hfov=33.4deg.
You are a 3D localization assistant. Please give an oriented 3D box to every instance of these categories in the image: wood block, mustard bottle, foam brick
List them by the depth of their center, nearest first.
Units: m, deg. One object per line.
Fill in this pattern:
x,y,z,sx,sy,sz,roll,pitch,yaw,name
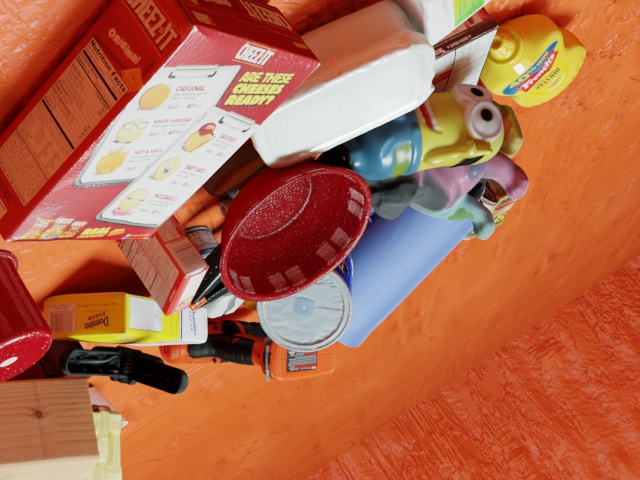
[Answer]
-0.323,0.191,0.999,0.205,0.091,0.090,0,145,-26,wood block
-0.280,0.129,1.090,0.051,0.053,0.078,-41,160,18,foam brick
0.220,-0.196,1.147,0.096,0.058,0.191,-42,160,21,mustard bottle

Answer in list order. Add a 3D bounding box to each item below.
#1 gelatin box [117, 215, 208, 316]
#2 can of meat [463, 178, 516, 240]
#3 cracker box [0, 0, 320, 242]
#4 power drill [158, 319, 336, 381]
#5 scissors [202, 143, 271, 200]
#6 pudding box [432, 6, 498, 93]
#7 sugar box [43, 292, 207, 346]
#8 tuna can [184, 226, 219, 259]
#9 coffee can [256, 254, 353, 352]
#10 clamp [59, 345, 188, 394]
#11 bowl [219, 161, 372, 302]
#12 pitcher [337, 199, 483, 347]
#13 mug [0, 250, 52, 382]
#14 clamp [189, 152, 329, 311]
-0.145,0.013,0.978,0.030,0.089,0.073,-24,159,-35,gelatin box
0.237,-0.057,1.536,0.101,0.057,0.084,-23,156,-35,can of meat
-0.127,-0.090,0.777,0.214,0.072,0.164,-44,161,22,cracker box
-0.073,0.129,1.292,0.188,0.057,0.184,1,-178,42,power drill
-0.024,-0.097,1.033,0.201,0.016,0.096,-33,164,-8,scissors
0.121,-0.175,1.056,0.090,0.039,0.113,-29,163,-15,pudding box
-0.192,0.083,1.079,0.093,0.048,0.176,-4,169,20,sugar box
-0.141,0.025,1.103,0.086,0.034,0.086,-31,162,-12,tuna can
-0.015,0.052,1.199,0.103,0.103,0.140,-39,-169,12,coffee can
-0.184,0.127,1.062,0.171,0.120,0.039,97,10,-88,clamp
-0.033,-0.019,0.991,0.162,0.055,0.162,-24,143,-20,bowl
0.076,0.004,1.312,0.243,0.145,0.149,-45,174,16,pitcher
-0.279,0.065,0.880,0.093,0.081,0.117,-34,162,-3,mug
-0.057,0.001,1.100,0.210,0.036,0.164,-40,165,-12,clamp
